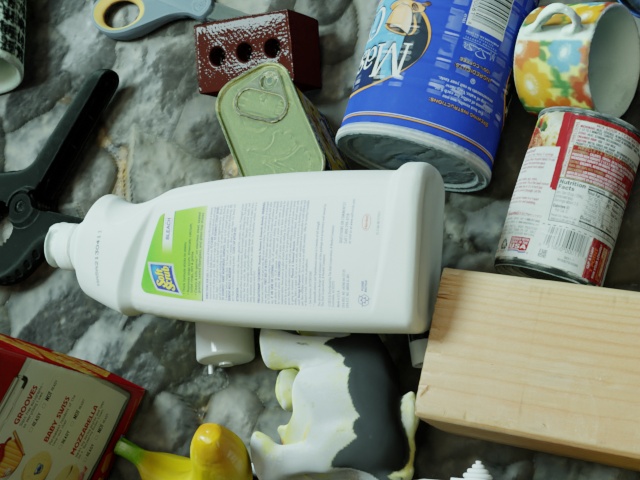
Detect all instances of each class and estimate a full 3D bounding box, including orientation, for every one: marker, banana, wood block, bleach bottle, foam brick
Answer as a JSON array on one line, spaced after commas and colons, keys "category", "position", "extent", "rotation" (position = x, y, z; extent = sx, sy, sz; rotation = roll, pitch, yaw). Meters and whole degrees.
[{"category": "marker", "position": [0.061, 0.024, 0.708], "extent": [0.020, 0.020, 0.121], "rotation": [-15, 68, 19]}, {"category": "banana", "position": [-0.079, 0.147, 0.671], "extent": [0.198, 0.069, 0.037], "rotation": [-29, 35, 61]}, {"category": "wood block", "position": [0.170, 0.080, 0.603], "extent": [0.206, 0.090, 0.091], "rotation": [7, 76, 25]}, {"category": "bleach bottle", "position": [-0.054, 0.001, 0.654], "extent": [0.251, 0.068, 0.102], "rotation": [3, 86, 20]}, {"category": "foam brick", "position": [-0.045, -0.134, 0.777], "extent": [0.078, 0.051, 0.053], "rotation": [-5, 89, 23]}]

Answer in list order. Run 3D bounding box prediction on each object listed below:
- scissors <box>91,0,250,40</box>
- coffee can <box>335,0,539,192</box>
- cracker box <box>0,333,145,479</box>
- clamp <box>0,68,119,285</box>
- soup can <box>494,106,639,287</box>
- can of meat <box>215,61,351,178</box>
[{"category": "scissors", "position": [-0.109, -0.172, 0.843], "extent": [0.096, 0.016, 0.202], "rotation": [-48, 61, 1]}, {"category": "coffee can", "position": [0.078, -0.115, 0.696], "extent": [0.103, 0.102, 0.140], "rotation": [12, 79, 26]}, {"category": "cracker box", "position": [-0.222, 0.142, 0.684], "extent": [0.072, 0.213, 0.164], "rotation": [20, 83, 27]}, {"category": "clamp", "position": [-0.216, -0.017, 0.830], "extent": [0.210, 0.036, 0.165], "rotation": [-33, 63, 13]}, {"category": "soup can", "position": [0.153, -0.022, 0.654], "extent": [0.069, 0.068, 0.102], "rotation": [14, 81, 26]}, {"category": "can of meat", "position": [-0.019, -0.059, 0.731], "extent": [0.057, 0.083, 0.102], "rotation": [-29, 65, 13]}]
